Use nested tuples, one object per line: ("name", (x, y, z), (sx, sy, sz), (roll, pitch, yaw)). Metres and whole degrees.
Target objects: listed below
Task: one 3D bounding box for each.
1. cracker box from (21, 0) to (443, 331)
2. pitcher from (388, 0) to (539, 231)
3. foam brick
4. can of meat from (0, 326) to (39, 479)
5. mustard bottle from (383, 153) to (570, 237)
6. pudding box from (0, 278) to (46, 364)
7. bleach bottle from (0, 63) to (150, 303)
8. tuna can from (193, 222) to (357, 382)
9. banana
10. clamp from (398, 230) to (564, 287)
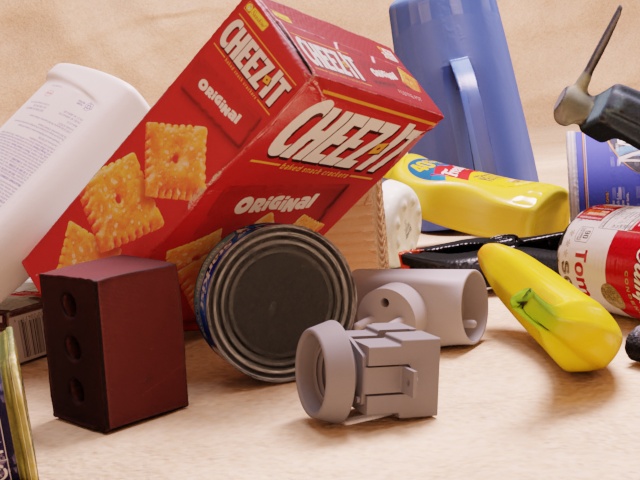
("cracker box", (-0.048, -0.031, 0.637), (0.214, 0.072, 0.163), (-44, -21, 22))
("pitcher", (0.144, -0.133, 1.077), (0.144, 0.243, 0.149), (-17, 8, -41))
("foam brick", (-0.105, 0.050, 0.543), (0.051, 0.078, 0.053), (-11, 10, -42))
("can of meat", (-0.171, 0.079, 0.466), (0.083, 0.057, 0.102), (-11, 9, -16))
("mustard bottle", (0.119, -0.039, 0.947), (0.192, 0.058, 0.096), (16, 18, 33))
("pudding box", (-0.201, 0.052, 0.735), (0.090, 0.039, 0.113), (0, 8, 32))
("bleach bottle", (-0.211, -0.003, 0.657), (0.103, 0.068, 0.250), (20, 60, 43))
("tuna can", (-0.026, 0.033, 0.586), (0.086, 0.086, 0.034), (-8, 7, -20))
("banana", (0.123, 0.034, 0.569), (0.037, 0.069, 0.198), (-40, 2, 5))
("clamp", (0.144, 0.013, 0.781), (0.172, 0.039, 0.120), (0, 8, 36))
